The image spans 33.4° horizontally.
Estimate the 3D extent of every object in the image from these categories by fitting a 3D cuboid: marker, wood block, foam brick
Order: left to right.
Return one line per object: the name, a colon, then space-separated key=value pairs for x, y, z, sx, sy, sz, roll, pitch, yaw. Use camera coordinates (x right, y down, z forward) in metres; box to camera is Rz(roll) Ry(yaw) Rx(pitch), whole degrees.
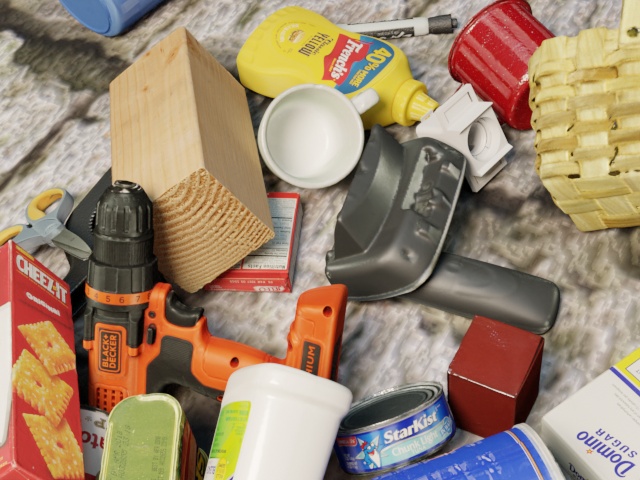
wood block: x=-0.110 y=-0.070 z=0.871 sx=0.090 sy=0.090 sz=0.206 roll=-35 pitch=39 yaw=17
marker: x=0.072 y=-0.205 z=1.033 sx=0.121 sy=0.020 sz=0.020 roll=-4 pitch=51 yaw=5
foam brick: x=0.121 y=0.099 z=0.744 sx=0.051 sy=0.078 sz=0.053 roll=21 pitch=57 yaw=21

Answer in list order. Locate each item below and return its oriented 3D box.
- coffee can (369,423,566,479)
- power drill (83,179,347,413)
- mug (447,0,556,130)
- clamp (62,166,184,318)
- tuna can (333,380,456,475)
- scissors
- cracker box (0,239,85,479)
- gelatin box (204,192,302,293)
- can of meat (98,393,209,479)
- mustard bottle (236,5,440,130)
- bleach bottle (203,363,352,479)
coffee can: x=0.081 y=0.185 z=0.664 sx=0.140 sy=0.103 sz=0.103 roll=-18 pitch=51 yaw=-6
power drill: x=-0.078 y=0.056 z=0.761 sx=0.188 sy=0.184 sz=0.057 roll=9 pitch=20 yaw=10
mug: x=0.164 y=-0.142 z=0.933 sx=0.117 sy=0.093 sz=0.081 roll=-45 pitch=58 yaw=12
clamp: x=-0.180 y=0.022 z=0.879 sx=0.164 sy=0.036 sz=0.210 roll=-11 pitch=51 yaw=1
tuna can: x=0.048 y=0.128 z=0.729 sx=0.086 sy=0.086 sz=0.034 roll=-20 pitch=94 yaw=-8
scissors: x=-0.230 y=0.004 z=0.860 sx=0.096 sy=0.016 sz=0.202 roll=-36 pitch=25 yaw=-1
cracker box: x=-0.245 y=0.126 z=0.728 sx=0.164 sy=0.072 sz=0.214 roll=-35 pitch=39 yaw=13
gelatin box: x=-0.056 y=0.001 z=0.881 sx=0.073 sy=0.030 sz=0.089 roll=1 pitch=52 yaw=8
can of meat: x=-0.113 y=0.166 z=0.722 sx=0.057 sy=0.084 sz=0.102 roll=-5 pitch=51 yaw=5
mustard bottle: x=0.024 y=-0.149 z=0.971 sx=0.192 sy=0.058 sz=0.096 roll=27 pitch=58 yaw=26
bleach bottle: x=-0.052 y=0.205 z=0.651 sx=0.068 sy=0.103 sz=0.250 roll=21 pitch=72 yaw=-17
